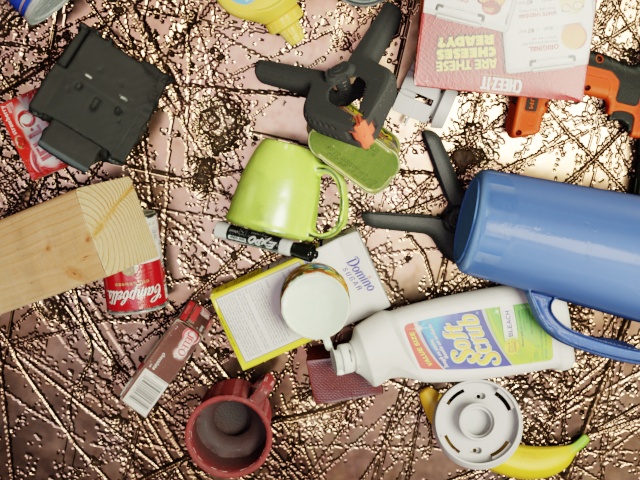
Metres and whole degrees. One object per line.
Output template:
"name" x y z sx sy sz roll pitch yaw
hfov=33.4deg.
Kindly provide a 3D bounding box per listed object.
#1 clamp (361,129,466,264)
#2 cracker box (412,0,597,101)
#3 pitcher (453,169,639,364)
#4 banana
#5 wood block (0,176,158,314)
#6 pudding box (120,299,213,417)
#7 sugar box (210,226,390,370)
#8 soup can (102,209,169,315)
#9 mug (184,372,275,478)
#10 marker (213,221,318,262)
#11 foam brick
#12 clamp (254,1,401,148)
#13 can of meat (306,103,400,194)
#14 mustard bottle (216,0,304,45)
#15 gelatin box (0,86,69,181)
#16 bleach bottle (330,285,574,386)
"clamp" 0.131 -0.020 1.140 0.120 0.039 0.171 -44 97 10
"cracker box" 0.180 -0.248 1.021 0.164 0.072 0.214 6 102 4
"pitcher" 0.261 0.016 1.071 0.243 0.149 0.145 12 130 -2
"banana" 0.197 0.223 1.190 0.197 0.037 0.069 17 79 -4
"wood block" -0.283 0.013 1.090 0.206 0.090 0.090 -19 93 28
"pudding box" -0.164 0.125 1.150 0.039 0.090 0.113 37 100 -4
"sugar box" -0.022 0.062 1.158 0.176 0.048 0.093 -24 99 2
"soup can" -0.202 0.022 1.143 0.068 0.068 0.102 -6 100 2
"mug" -0.089 0.191 1.165 0.093 0.081 0.117 35 100 -5
"marker" -0.057 0.001 1.136 0.121 0.020 0.020 14 102 23
"foam brick" 0.027 0.142 1.168 0.078 0.051 0.053 -9 101 3
"clamp" 0.013 -0.153 1.050 0.165 0.210 0.036 -20 128 12
"can of meat" 0.034 -0.099 1.101 0.102 0.084 0.057 35 105 -9
"mustard bottle" -0.074 -0.283 1.079 0.096 0.058 0.191 -34 106 0
"gelatin box" -0.291 -0.118 1.137 0.073 0.030 0.089 -22 99 5
"bleach bottle" 0.136 0.110 1.123 0.250 0.068 0.102 -11 97 -10
